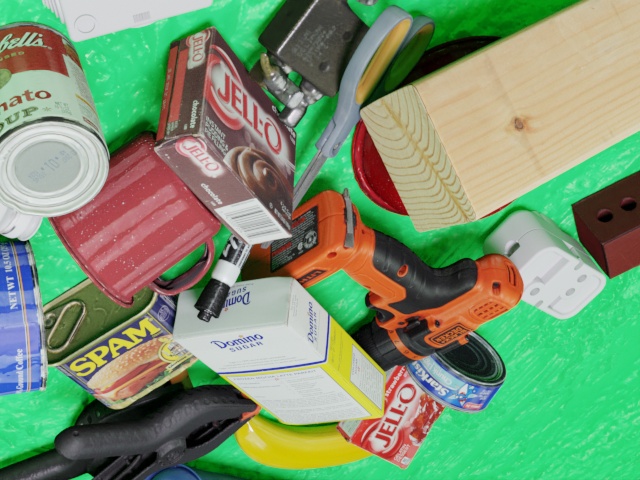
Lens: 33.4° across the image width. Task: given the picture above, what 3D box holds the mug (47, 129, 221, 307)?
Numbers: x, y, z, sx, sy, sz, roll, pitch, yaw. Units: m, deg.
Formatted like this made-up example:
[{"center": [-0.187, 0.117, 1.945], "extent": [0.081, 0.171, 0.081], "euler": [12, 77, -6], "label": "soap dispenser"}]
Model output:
[{"center": [-0.113, -0.010, 0.696], "extent": [0.081, 0.093, 0.117], "euler": [-36, 126, 2], "label": "mug"}]

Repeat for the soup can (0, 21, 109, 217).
[{"center": [-0.162, -0.069, 0.610], "extent": [0.068, 0.102, 0.068], "euler": [-13, 134, -14], "label": "soup can"}]

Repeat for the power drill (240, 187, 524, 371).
[{"center": [0.033, 0.041, 0.819], "extent": [0.187, 0.057, 0.185], "euler": [24, 136, -36], "label": "power drill"}]

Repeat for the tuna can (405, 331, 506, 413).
[{"center": [0.116, 0.106, 0.914], "extent": [0.086, 0.086, 0.034], "euler": [11, 123, -33], "label": "tuna can"}]

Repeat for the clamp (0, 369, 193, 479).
[{"center": [-0.176, 0.184, 0.884], "extent": [0.210, 0.036, 0.164], "euler": [-39, 136, 8], "label": "clamp"}]

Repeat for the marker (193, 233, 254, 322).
[{"center": [-0.055, 0.001, 0.736], "extent": [0.020, 0.020, 0.121], "euler": [40, 69, -44], "label": "marker"}]

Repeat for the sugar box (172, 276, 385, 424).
[{"center": [-0.025, 0.086, 0.798], "extent": [0.093, 0.048, 0.176], "euler": [-9, 145, 23], "label": "sugar box"}]

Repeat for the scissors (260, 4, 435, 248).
[{"center": [0.021, -0.079, 0.727], "extent": [0.096, 0.016, 0.202], "euler": [-33, 159, -45], "label": "scissors"}]

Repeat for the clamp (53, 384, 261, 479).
[{"center": [-0.129, 0.163, 0.835], "extent": [0.171, 0.039, 0.120], "euler": [-13, 148, -30], "label": "clamp"}]

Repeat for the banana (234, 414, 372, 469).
[{"center": [-0.001, 0.176, 0.959], "extent": [0.197, 0.037, 0.070], "euler": [9, 126, -31], "label": "banana"}]

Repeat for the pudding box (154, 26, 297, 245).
[{"center": [-0.056, -0.063, 0.672], "extent": [0.039, 0.090, 0.113], "euler": [-13, 142, 21], "label": "pudding box"}]

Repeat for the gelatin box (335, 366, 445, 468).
[{"center": [0.068, 0.150, 0.947], "extent": [0.073, 0.030, 0.089], "euler": [32, 92, -32], "label": "gelatin box"}]

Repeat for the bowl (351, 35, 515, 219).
[{"center": [0.107, -0.065, 0.774], "extent": [0.162, 0.055, 0.162], "euler": [-13, 135, -14], "label": "bowl"}]

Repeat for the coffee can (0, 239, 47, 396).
[{"center": [-0.253, 0.056, 0.683], "extent": [0.140, 0.103, 0.103], "euler": [-6, 132, -20], "label": "coffee can"}]

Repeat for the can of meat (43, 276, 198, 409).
[{"center": [-0.144, 0.069, 0.780], "extent": [0.102, 0.057, 0.084], "euler": [-31, 139, 5], "label": "can of meat"}]

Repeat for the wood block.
[{"center": [0.144, -0.094, 0.686], "extent": [0.205, 0.090, 0.091], "euler": [-28, 95, -18], "label": "wood block"}]
